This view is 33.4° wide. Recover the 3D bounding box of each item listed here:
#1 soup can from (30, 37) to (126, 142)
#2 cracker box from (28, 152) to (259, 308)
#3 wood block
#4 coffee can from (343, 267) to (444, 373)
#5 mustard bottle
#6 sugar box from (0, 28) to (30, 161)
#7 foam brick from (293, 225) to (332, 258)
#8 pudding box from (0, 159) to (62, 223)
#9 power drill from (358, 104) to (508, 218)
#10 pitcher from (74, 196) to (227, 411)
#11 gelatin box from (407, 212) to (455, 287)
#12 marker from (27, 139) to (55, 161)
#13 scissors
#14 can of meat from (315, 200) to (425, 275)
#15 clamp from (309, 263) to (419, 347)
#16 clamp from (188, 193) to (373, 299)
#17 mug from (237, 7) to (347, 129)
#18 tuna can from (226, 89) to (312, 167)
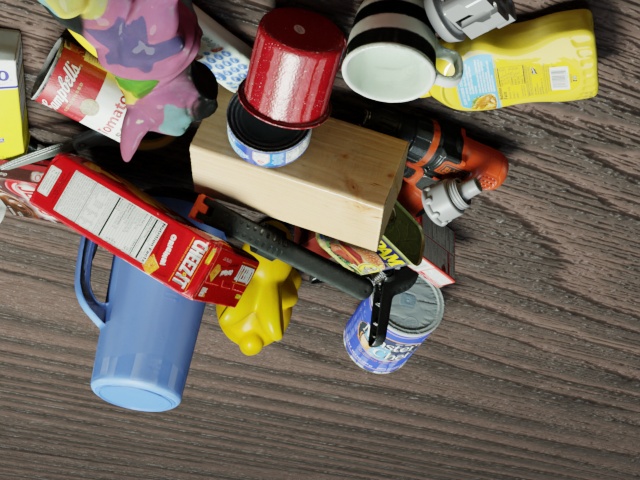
[{"bbox_3d":[-0.228,-0.148,1.065,0.102,0.068,0.069,27,143,-23],"label":"soup can"},{"bbox_3d":[-0.187,-0.010,1.171,0.214,0.072,0.164,29,180,13],"label":"cracker box"},{"bbox_3d":[-0.022,-0.076,1.110,0.206,0.090,0.091,18,151,8],"label":"wood block"},{"bbox_3d":[0.099,0.111,1.475,0.102,0.103,0.140,9,150,-12],"label":"coffee can"},{"bbox_3d":[0.167,-0.167,1.026,0.192,0.058,0.096,-6,148,14],"label":"mustard bottle"},{"bbox_3d":[-0.354,-0.150,1.105,0.093,0.048,0.176,5,152,-8],"label":"sugar box"},{"bbox_3d":[0.011,-0.018,1.304,0.051,0.053,0.078,23,144,-32],"label":"foam brick"},{"bbox_3d":[-0.330,-0.059,1.245,0.090,0.039,0.113,10,160,8],"label":"pudding box"},{"bbox_3d":[0.088,-0.072,1.200,0.184,0.057,0.188,21,147,-23],"label":"power drill"},{"bbox_3d":[-0.210,0.074,1.292,0.149,0.242,0.145,0,153,17],"label":"pitcher"},{"bbox_3d":[0.133,0.007,1.320,0.030,0.073,0.089,-18,146,33],"label":"gelatin box"},{"bbox_3d":[-0.304,-0.091,1.233,0.020,0.020,0.121,-22,142,36],"label":"marker"},{"bbox_3d":[-0.243,-0.104,1.172,0.202,0.016,0.096,-25,150,19],"label":"scissors"},{"bbox_3d":[0.056,-0.006,1.206,0.084,0.057,0.102,-14,140,34],"label":"can of meat"},{"bbox_3d":[0.077,0.052,1.319,0.171,0.120,0.039,-33,179,-33],"label":"clamp"},{"bbox_3d":[-0.058,0.001,1.182,0.209,0.036,0.165,27,178,-27],"label":"clamp"},{"bbox_3d":[-0.017,-0.168,1.010,0.117,0.093,0.082,-24,145,-38],"label":"mug"},{"bbox_3d":[-0.050,-0.116,1.055,0.086,0.086,0.034,3,154,-2],"label":"tuna can"}]
